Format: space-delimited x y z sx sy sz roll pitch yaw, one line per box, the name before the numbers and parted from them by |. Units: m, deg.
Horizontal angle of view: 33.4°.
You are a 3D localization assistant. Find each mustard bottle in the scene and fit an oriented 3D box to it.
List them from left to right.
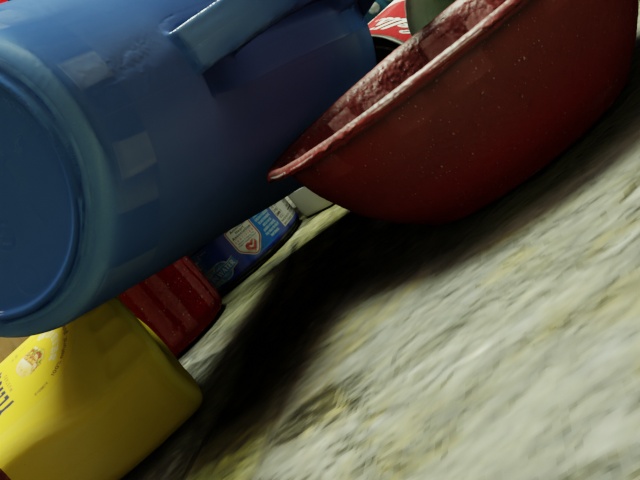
mustard bottle | -0.138 0.101 0.420 0.191 0.058 0.096 -42 29 -8

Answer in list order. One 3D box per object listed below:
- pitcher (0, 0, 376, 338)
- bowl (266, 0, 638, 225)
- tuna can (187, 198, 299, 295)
pitcher | -0.066 -0.059 0.445 0.242 0.145 0.149 -43 -36 -62
bowl | 0.058 -0.055 0.392 0.162 0.055 0.162 -39 9 7
tuna can | -0.054 0.001 0.645 0.086 0.033 0.086 -39 9 7
